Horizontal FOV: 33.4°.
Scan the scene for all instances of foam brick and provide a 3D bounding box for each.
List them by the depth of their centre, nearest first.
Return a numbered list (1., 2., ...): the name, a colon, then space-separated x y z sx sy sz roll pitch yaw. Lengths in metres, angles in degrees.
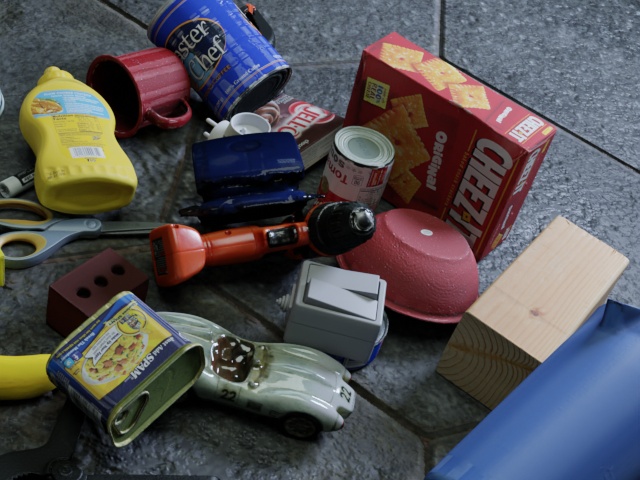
1. foam brick: -0.201 0.054 0.967 0.053 0.051 0.078 34 44 17

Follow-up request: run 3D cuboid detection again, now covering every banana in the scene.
1. banana: -0.301 0.103 0.894 0.197 0.037 0.070 10 15 -13

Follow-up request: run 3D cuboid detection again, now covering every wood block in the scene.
1. wood block: 0.214 0.072 1.061 0.091 0.090 0.205 35 44 17

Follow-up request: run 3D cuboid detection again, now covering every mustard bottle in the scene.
1. mustard bottle: -0.256 -0.112 1.092 0.096 0.058 0.192 -3 48 -27

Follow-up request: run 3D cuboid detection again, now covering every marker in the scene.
1. marker: -0.281 -0.077 1.106 0.020 0.020 0.120 34 43 18

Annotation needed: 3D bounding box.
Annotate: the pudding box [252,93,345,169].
1. pudding box: -0.037 -0.119 1.213 0.090 0.039 0.113 24 41 24

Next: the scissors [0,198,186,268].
1. scissors: -0.235 0.000 1.041 0.201 0.016 0.096 11 43 -8

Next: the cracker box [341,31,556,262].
1. cracker box: 0.126 -0.101 1.164 0.214 0.164 0.072 36 46 20

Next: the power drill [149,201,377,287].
1. power drill: -0.057 0.001 1.003 0.187 0.185 0.057 -8 86 -22

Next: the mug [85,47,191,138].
1. mug: -0.190 -0.161 1.177 0.117 0.093 0.081 36 40 25

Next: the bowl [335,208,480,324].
1. bowl: 0.099 0.015 1.083 0.162 0.055 0.162 17 27 -9

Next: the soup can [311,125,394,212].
1. soup can: 0.034 -0.062 1.136 0.068 0.102 0.068 10 42 -9

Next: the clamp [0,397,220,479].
1. clamp: -0.204 0.182 0.837 0.209 0.036 0.165 -20 52 -40

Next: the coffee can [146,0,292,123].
1. coffee can: -0.115 -0.214 1.220 0.140 0.103 0.102 49 48 7

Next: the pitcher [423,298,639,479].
1. pitcher: 0.208 0.178 0.895 0.242 0.145 0.149 -35 75 -22

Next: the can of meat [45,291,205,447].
1. can of meat: -0.159 0.102 0.865 0.084 0.057 0.102 36 62 23
